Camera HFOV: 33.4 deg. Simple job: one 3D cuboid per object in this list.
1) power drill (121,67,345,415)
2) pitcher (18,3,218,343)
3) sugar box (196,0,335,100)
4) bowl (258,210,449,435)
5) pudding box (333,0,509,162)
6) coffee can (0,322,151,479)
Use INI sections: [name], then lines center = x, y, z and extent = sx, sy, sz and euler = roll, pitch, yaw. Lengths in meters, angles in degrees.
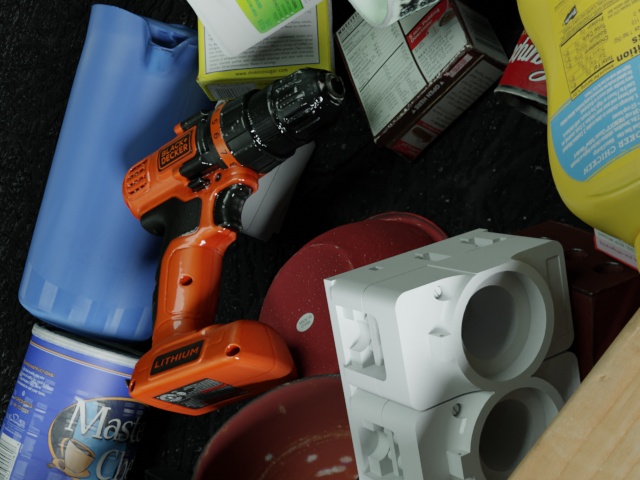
[power drill]
center = -0.054, 0.001, 0.648
extent = 0.185, 0.057, 0.187
euler = -26, 52, 38
[pitcher]
center = -0.147, -0.050, 0.835
extent = 0.145, 0.149, 0.243
euler = 20, 93, 38
[sugar box]
center = -0.040, -0.190, 0.745
extent = 0.093, 0.048, 0.176
euler = -3, 77, 6
[bowl]
center = 0.011, 0.052, 0.634
extent = 0.162, 0.055, 0.162
euler = -26, 55, 43
[pudding box]
center = 0.060, -0.120, 0.670
extent = 0.090, 0.039, 0.113
euler = -44, 41, 30
[coffee can]
center = -0.185, 0.143, 0.796
extent = 0.103, 0.102, 0.140
euler = 12, 83, 53
